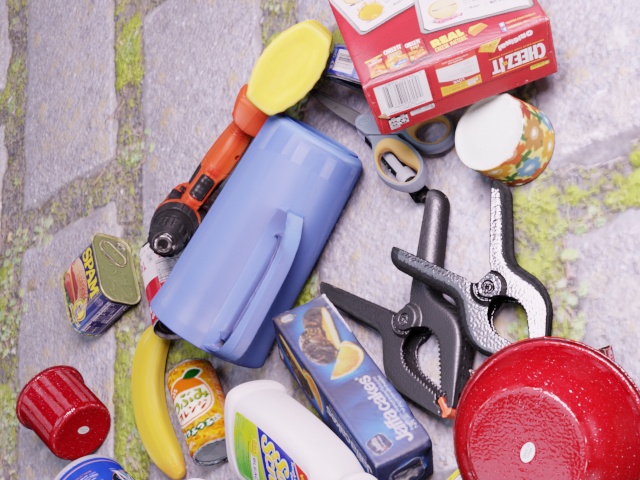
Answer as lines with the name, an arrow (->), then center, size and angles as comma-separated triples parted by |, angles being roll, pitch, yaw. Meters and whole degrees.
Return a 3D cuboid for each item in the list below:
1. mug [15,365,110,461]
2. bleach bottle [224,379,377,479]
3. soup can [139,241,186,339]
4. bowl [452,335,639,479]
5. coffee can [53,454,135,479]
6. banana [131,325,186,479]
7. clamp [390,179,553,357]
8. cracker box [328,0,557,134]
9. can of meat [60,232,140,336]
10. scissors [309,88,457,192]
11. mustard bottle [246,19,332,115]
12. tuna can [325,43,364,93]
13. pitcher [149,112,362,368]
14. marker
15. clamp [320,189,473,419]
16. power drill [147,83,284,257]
mug -> -0.306, 0.220, 1.290 | 0.082, 0.093, 0.117 | 34, 133, 40
bleach bottle -> -0.008, 0.204, 0.951 | 0.251, 0.068, 0.102 | 16, 110, 61
soup can -> -0.164, 0.051, 1.206 | 0.069, 0.068, 0.102 | -37, 54, 31
bowl -> 0.161, 0.152, 0.789 | 0.162, 0.055, 0.162 | -3, 85, 32
coffee can -> -0.224, 0.310, 1.159 | 0.141, 0.102, 0.103 | 27, 96, 46
banana -> -0.185, 0.176, 1.210 | 0.070, 0.037, 0.198 | -24, 62, 39
clamp -> 0.135, 0.044, 0.913 | 0.120, 0.039, 0.171 | -29, 63, 19
cracker box -> 0.097, -0.207, 0.962 | 0.164, 0.072, 0.214 | -21, 47, 4
can of meat -> -0.275, 0.057, 1.324 | 0.084, 0.057, 0.102 | -42, 51, 31
scissors -> 0.064, -0.122, 1.054 | 0.096, 0.016, 0.202 | -35, 47, 5
mustard bottle -> -0.027, -0.181, 1.093 | 0.096, 0.058, 0.191 | -52, 6, 12
tuna can -> 0.049, -0.164, 1.050 | 0.086, 0.086, 0.034 | 22, 95, 46
pitcher -> -0.057, 0.001, 1.073 | 0.149, 0.144, 0.243 | 34, 99, 27
marker -> 0.072, -0.077, 1.047 | 0.020, 0.020, 0.121 | -52, 47, 20
clamp -> 0.091, 0.065, 0.972 | 0.165, 0.036, 0.210 | -48, 48, 23
power drill -> -0.117, -0.075, 1.154 | 0.188, 0.057, 0.184 | -50, 11, 15
